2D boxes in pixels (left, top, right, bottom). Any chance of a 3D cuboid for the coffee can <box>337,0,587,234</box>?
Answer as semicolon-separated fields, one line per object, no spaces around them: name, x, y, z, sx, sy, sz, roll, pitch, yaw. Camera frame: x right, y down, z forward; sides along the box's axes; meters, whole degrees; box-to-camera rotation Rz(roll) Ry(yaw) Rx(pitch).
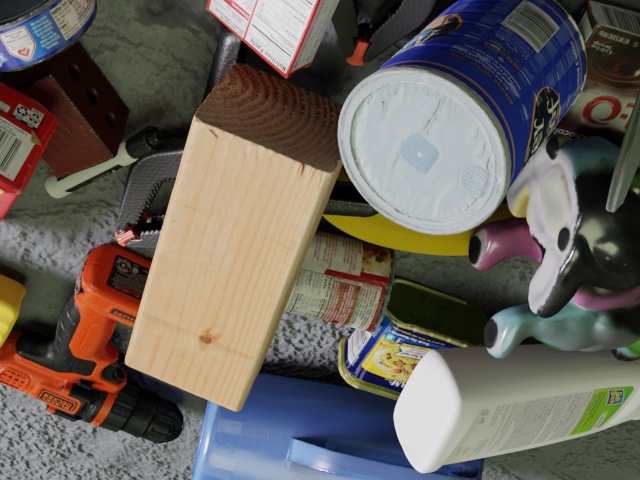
coffee can;0.087;-0.082;0.634;0.103;0.140;0.103;18;130;23

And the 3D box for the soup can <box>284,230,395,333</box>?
soup can;-0.001;0.027;0.819;0.102;0.068;0.069;14;134;-8

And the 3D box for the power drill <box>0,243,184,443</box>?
power drill;-0.170;0.096;0.907;0.184;0.057;0.188;26;131;-19

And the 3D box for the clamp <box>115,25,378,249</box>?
clamp;-0.077;-0.056;0.760;0.210;0.036;0.164;-21;114;30

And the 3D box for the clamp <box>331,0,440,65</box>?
clamp;0.054;-0.181;0.633;0.120;0.039;0.171;12;133;3

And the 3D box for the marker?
marker;-0.155;-0.056;0.766;0.121;0.020;0.020;-19;131;38

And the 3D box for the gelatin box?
gelatin box;-0.025;-0.155;0.643;0.073;0.030;0.089;41;138;14

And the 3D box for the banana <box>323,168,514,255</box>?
banana;0.071;-0.021;0.788;0.197;0.037;0.070;16;134;-11

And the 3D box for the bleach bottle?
bleach bottle;0.191;0.128;0.867;0.250;0.068;0.103;-1;134;-25

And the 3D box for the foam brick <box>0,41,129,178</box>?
foam brick;-0.175;-0.091;0.728;0.051;0.053;0.078;-17;131;20

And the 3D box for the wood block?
wood block;-0.055;0.001;0.710;0.091;0.090;0.206;23;125;1

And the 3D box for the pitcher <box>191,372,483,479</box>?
pitcher;0.016;0.187;0.928;0.242;0.145;0.149;13;130;-4

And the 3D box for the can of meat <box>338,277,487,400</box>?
can of meat;0.078;0.085;0.878;0.102;0.057;0.084;19;130;-15

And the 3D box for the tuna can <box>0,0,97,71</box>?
tuna can;-0.182;-0.142;0.656;0.086;0.086;0.033;-10;134;14
